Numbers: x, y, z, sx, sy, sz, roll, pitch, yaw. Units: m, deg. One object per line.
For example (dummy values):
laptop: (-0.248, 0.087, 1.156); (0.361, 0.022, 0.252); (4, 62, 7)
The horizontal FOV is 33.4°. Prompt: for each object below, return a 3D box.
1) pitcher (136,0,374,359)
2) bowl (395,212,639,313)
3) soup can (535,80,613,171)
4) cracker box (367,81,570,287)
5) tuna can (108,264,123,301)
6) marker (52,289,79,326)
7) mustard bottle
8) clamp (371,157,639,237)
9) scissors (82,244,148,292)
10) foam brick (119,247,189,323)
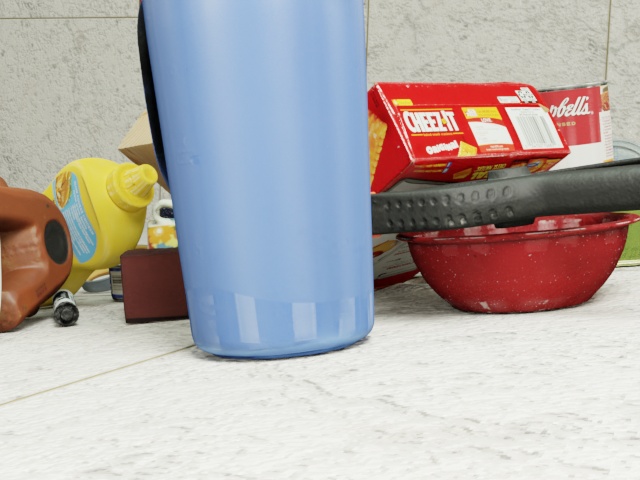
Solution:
pitcher: (-0.039, -0.059, 0.627); (0.145, 0.243, 0.149); (-5, 3, 0)
bowl: (0.133, 0.015, 0.720); (0.162, 0.055, 0.162); (-5, 3, 0)
soup can: (0.222, -0.087, 0.941); (0.068, 0.102, 0.068); (-6, 8, 1)
cracker box: (0.053, -0.034, 0.801); (0.163, 0.072, 0.214); (-7, -24, -39)
tuna can: (-0.152, 0.034, 0.988); (0.086, 0.034, 0.086); (-5, 3, 0)
marker: (-0.207, 0.054, 0.863); (0.020, 0.020, 0.121); (-6, 4, -15)
mustard bottle: (-0.204, -0.018, 0.927); (0.192, 0.096, 0.058); (-30, -15, 39)
clamp: (0.122, -0.026, 0.644); (0.210, 0.036, 0.164); (-7, 3, 1)
scissors: (-0.165, 0.033, 1.056); (0.096, 0.016, 0.202); (-32, 26, -33)
foam brick: (-0.125, 0.033, 0.828); (0.053, 0.051, 0.078); (-5, 3, -6)
